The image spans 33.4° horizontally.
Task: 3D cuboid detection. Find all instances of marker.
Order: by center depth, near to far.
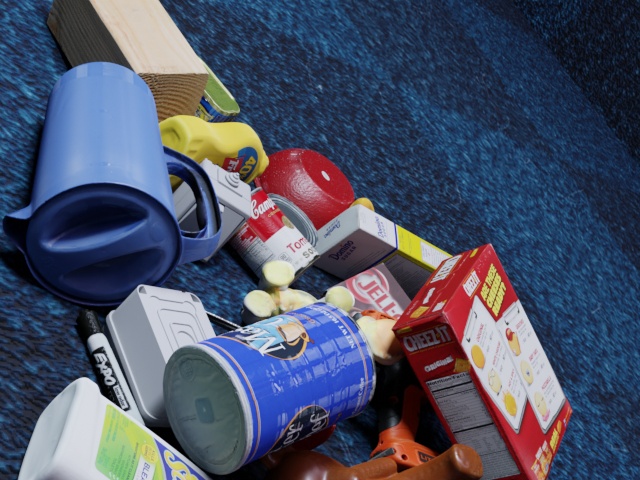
[{"bbox_3d":[-0.177,0.108,0.892,0.020,0.020,0.121,10,43,-51],"label":"marker"}]

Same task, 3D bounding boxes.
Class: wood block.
[{"bbox_3d":[-0.215,-0.211,1.173,0.090,0.091,0.206,-6,48,-37],"label":"wood block"}]

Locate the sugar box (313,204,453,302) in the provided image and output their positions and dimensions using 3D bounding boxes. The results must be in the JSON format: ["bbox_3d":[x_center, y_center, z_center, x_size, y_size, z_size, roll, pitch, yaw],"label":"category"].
[{"bbox_3d":[0.078,0.024,1.310,0.176,0.093,0.048,30,42,-32],"label":"sugar box"}]

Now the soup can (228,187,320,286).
[{"bbox_3d":[-0.058,0.001,1.173,0.102,0.069,0.068,49,26,3],"label":"soup can"}]

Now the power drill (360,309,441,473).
[{"bbox_3d":[0.113,0.176,1.127,0.184,0.057,0.187,22,47,-24],"label":"power drill"}]

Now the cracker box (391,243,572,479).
[{"bbox_3d":[0.170,0.135,1.090,0.213,0.072,0.164,61,33,-11],"label":"cracker box"}]

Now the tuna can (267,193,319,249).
[{"bbox_3d":[-0.045,-0.012,1.251,0.086,0.034,0.086,35,27,-22],"label":"tuna can"}]

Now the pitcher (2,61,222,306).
[{"bbox_3d":[-0.192,-0.062,0.991,0.149,0.145,0.243,50,16,-36],"label":"pitcher"}]

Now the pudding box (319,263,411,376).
[{"bbox_3d":[0.065,0.091,1.223,0.089,0.039,0.113,-24,71,-33],"label":"pudding box"}]

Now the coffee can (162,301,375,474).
[{"bbox_3d":[-0.040,0.115,0.855,0.140,0.103,0.103,-16,63,-42],"label":"coffee can"}]

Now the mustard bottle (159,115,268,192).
[{"bbox_3d":[-0.119,-0.091,1.182,0.058,0.096,0.191,54,26,19],"label":"mustard bottle"}]

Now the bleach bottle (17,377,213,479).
[{"bbox_3d":[-0.103,0.211,0.806,0.250,0.068,0.102,38,27,-22],"label":"bleach bottle"}]

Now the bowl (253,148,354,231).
[{"bbox_3d":[-0.008,-0.064,1.359,0.162,0.055,0.162,35,27,-21],"label":"bowl"}]

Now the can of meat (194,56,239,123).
[{"bbox_3d":[-0.154,-0.155,1.237,0.102,0.084,0.057,50,26,9],"label":"can of meat"}]
